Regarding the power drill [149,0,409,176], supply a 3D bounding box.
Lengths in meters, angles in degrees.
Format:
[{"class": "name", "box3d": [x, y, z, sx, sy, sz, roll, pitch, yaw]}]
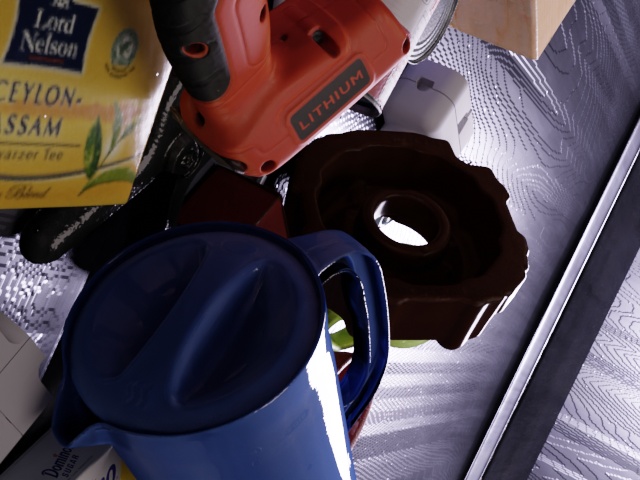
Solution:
[{"class": "power drill", "box3d": [-0.018, -0.122, 0.402, 0.184, 0.057, 0.187, -40, 149, -9]}]

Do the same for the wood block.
[{"class": "wood block", "box3d": [0.140, -0.240, 0.788, 0.090, 0.090, 0.206, -57, 157, -15]}]

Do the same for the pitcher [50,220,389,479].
[{"class": "pitcher", "box3d": [-0.035, 0.108, 0.607, 0.243, 0.149, 0.145, 75, 19, -47]}]

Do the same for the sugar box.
[{"class": "sugar box", "box3d": [-0.158, 0.202, 0.633, 0.093, 0.048, 0.176, -48, 151, -61]}]

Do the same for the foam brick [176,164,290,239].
[{"class": "foam brick", "box3d": [-0.054, 0.001, 0.675, 0.051, 0.053, 0.078, -52, 154, -26]}]

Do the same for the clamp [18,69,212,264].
[{"class": "clamp", "box3d": [-0.084, -0.043, 0.584, 0.171, 0.039, 0.120, -53, 163, -7]}]
